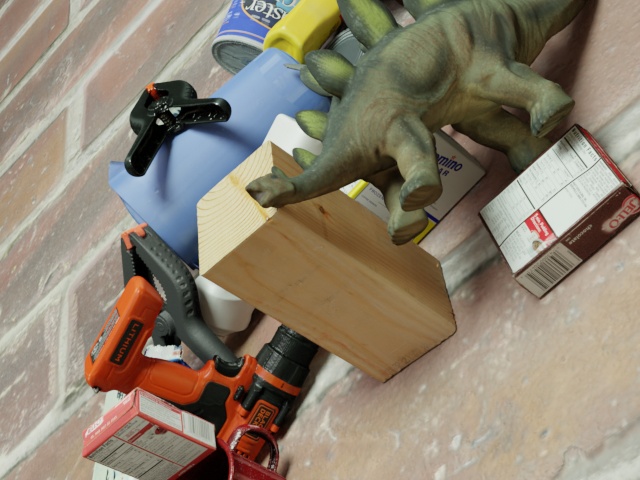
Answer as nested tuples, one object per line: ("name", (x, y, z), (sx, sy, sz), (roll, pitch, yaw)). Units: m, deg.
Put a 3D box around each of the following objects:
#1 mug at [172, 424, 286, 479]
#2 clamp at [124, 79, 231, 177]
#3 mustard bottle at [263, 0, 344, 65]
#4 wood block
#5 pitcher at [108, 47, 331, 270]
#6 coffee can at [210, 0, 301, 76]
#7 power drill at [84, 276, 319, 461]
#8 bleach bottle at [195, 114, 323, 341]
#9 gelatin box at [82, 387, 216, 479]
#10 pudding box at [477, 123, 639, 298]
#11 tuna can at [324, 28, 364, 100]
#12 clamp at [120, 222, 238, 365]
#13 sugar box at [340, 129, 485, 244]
("mug", (-0.073, 0.218, 0.928), (0.093, 0.081, 0.117), (-1, 62, 52))
("clamp", (-0.167, -0.122, 1.110), (0.120, 0.039, 0.172), (-32, 27, -11))
("mustard bottle", (0.012, -0.277, 1.239), (0.191, 0.058, 0.096), (-52, -2, -21))
("wood block", (0.006, 0.021, 0.878), (0.090, 0.205, 0.091), (-39, 36, 25))
("pitcher", (-0.096, -0.086, 1.164), (0.243, 0.149, 0.145), (-44, 34, -6))
("coffee can", (-0.062, -0.275, 1.319), (0.103, 0.102, 0.140), (-4, 59, 51))
("power drill", (-0.103, 0.107, 0.969), (0.184, 0.187, 0.057), (-60, 18, 0))
("bleach bottle", (-0.057, 0.001, 1.097), (0.068, 0.102, 0.251), (35, 100, 44))
("gelatin box", (-0.145, 0.168, 0.903), (0.073, 0.089, 0.030), (-40, 36, 25))
("pudding box", (0.186, -0.025, 0.838), (0.114, 0.039, 0.090), (-42, 35, 18))
("tuna can", (0.032, -0.194, 1.188), (0.086, 0.033, 0.086), (-33, 40, 32))
("clamp", (-0.139, 0.083, 1.066), (0.165, 0.210, 0.036), (-7, 15, 43))
("sugar box", (0.054, -0.031, 0.966), (0.176, 0.093, 0.048), (-47, 34, 13))
